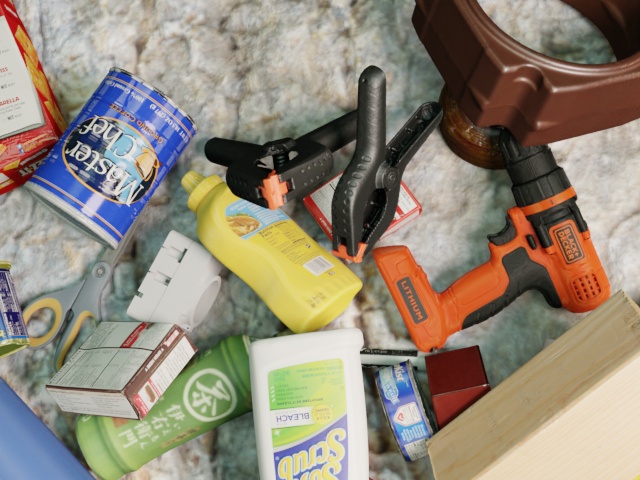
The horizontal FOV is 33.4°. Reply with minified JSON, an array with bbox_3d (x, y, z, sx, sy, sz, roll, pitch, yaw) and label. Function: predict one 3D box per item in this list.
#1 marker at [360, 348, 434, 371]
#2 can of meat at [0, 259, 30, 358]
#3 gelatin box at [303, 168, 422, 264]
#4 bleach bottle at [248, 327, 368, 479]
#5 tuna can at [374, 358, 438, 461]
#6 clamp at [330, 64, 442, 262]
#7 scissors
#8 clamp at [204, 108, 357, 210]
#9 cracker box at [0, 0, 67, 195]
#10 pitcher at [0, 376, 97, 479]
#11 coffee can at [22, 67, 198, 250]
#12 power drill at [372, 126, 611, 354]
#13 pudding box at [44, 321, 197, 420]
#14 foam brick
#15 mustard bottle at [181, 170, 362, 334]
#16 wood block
[{"bbox_3d":[0.045,0.108,0.984,0.121,0.020,0.020,2,79,9],"label":"marker"},{"bbox_3d":[-0.334,0.076,1.019,0.102,0.057,0.084,-23,79,19],"label":"can of meat"},{"bbox_3d":[0.040,-0.032,1.008,0.089,0.030,0.073,-35,76,-2],"label":"gelatin box"},{"bbox_3d":[0.002,0.204,0.893,0.102,0.068,0.251,-8,80,1],"label":"bleach bottle"},{"bbox_3d":[0.077,0.150,0.937,0.034,0.086,0.086,-20,77,5],"label":"tuna can"},{"bbox_3d":[0.057,-0.064,0.959,0.039,0.120,0.171,25,103,43],"label":"clamp"},{"bbox_3d":[-0.233,0.034,1.040,0.096,0.016,0.202,12,81,10],"label":"scissors"},{"bbox_3d":[-0.044,-0.071,0.957,0.165,0.210,0.036,-9,109,13],"label":"clamp"},{"bbox_3d":[-0.359,-0.145,1.067,0.164,0.072,0.214,-26,75,2],"label":"cracker box"},{"bbox_3d":[-0.275,0.238,0.957,0.149,0.145,0.243,-41,72,-14],"label":"pitcher"},{"bbox_3d":[-0.196,-0.077,1.007,0.103,0.103,0.140,31,79,13],"label":"coffee can"},{"bbox_3d":[0.145,0.005,0.953,0.188,0.057,0.184,-24,92,5],"label":"power drill"},{"bbox_3d":[-0.180,0.115,0.961,0.114,0.039,0.090,-4,37,41],"label":"pudding box"},{"bbox_3d":[0.123,0.134,0.930,0.051,0.078,0.053,-12,111,6],"label":"foam brick"},{"bbox_3d":[-0.057,0.002,0.983,0.192,0.096,0.058,42,123,14],"label":"mustard bottle"},{"bbox_3d":[0.195,0.148,0.847,0.206,0.090,0.090,-41,111,14],"label":"wood block"}]
